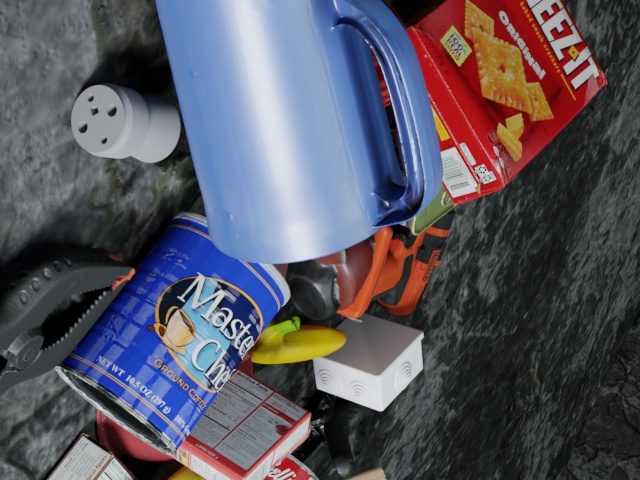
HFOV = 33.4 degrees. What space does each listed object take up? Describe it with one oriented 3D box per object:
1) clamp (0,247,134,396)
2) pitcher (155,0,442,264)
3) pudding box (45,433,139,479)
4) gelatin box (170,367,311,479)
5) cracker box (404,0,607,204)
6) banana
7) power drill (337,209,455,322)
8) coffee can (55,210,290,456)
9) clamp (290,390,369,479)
[{"bbox_3d":[-0.196,0.070,0.655,0.209,0.036,0.165,-35,153,-51],"label":"clamp"},{"bbox_3d":[-0.023,-0.115,0.638,0.149,0.145,0.243,-14,122,-1],"label":"pitcher"},{"bbox_3d":[-0.187,0.213,0.807,0.113,0.039,0.090,-55,153,-22],"label":"pudding box"},{"bbox_3d":[-0.061,0.146,0.811,0.089,0.073,0.030,-39,146,-43],"label":"gelatin box"},{"bbox_3d":[0.160,-0.159,0.980,0.213,0.072,0.164,-41,105,-38],"label":"cracker box"},{"bbox_3d":[-0.029,0.093,0.967,0.197,0.070,0.037,27,59,-75],"label":"banana"},{"bbox_3d":[0.078,0.001,1.088,0.187,0.057,0.184,-10,122,-60],"label":"power drill"},{"bbox_3d":[-0.102,0.064,0.752,0.140,0.103,0.103,-54,153,-20],"label":"coffee can"},{"bbox_3d":[0.011,0.194,1.091,0.171,0.120,0.039,-52,123,-43],"label":"clamp"}]
